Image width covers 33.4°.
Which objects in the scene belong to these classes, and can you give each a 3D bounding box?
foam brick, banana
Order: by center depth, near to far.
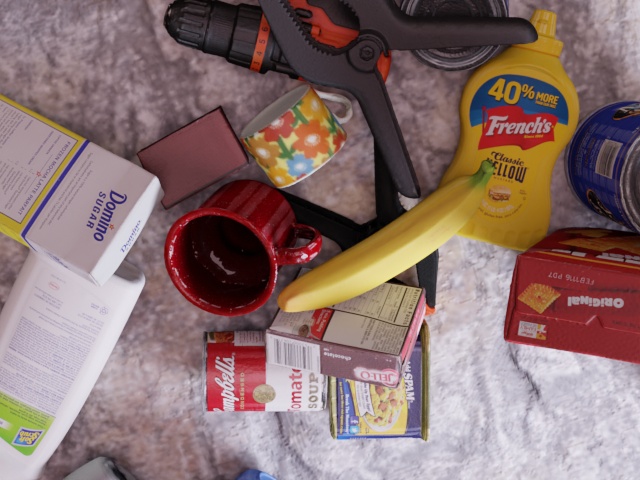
[{"bbox_3d":[0.055,0.001,0.842,0.198,0.069,0.037,-35,59,7],"label":"banana"},{"bbox_3d":[-0.103,-0.068,0.866,0.078,0.053,0.051,-29,101,1],"label":"foam brick"}]

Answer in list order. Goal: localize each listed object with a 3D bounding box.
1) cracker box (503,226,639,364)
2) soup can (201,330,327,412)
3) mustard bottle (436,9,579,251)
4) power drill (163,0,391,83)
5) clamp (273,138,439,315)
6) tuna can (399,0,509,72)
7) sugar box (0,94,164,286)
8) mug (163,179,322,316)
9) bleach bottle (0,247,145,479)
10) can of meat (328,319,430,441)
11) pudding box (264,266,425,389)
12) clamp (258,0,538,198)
[{"bbox_3d":[0.240,0.039,0.801,0.164,0.213,0.072,8,98,19],"label":"cracker box"},{"bbox_3d":[-0.048,0.110,0.895,0.102,0.068,0.068,0,101,-4],"label":"soup can"},{"bbox_3d":[0.158,-0.092,0.872,0.096,0.058,0.192,15,99,3],"label":"mustard bottle"},{"bbox_3d":[-0.017,-0.221,0.840,0.184,0.057,0.188,13,103,-10],"label":"power drill"},{"bbox_3d":[0.035,-0.005,0.893,0.120,0.039,0.171,-22,103,18],"label":"clamp"},{"bbox_3d":[0.103,-0.175,0.826,0.086,0.033,0.086,4,121,7],"label":"tuna can"},{"bbox_3d":[-0.220,-0.045,0.827,0.176,0.048,0.093,29,75,9],"label":"sugar box"},{"bbox_3d":[-0.056,0.001,0.851,0.117,0.081,0.093,-2,114,18],"label":"mug"},{"bbox_3d":[-0.245,0.117,0.889,0.102,0.068,0.251,30,100,-5],"label":"bleach bottle"},{"bbox_3d":[0.049,0.119,0.908,0.084,0.057,0.102,-1,100,-1],"label":"can of meat"},{"bbox_3d":[0.022,0.068,0.861,0.113,0.090,0.039,11,127,14],"label":"pudding box"},{"bbox_3d":[0.036,-0.136,0.813,0.210,0.036,0.165,26,112,-6],"label":"clamp"}]
